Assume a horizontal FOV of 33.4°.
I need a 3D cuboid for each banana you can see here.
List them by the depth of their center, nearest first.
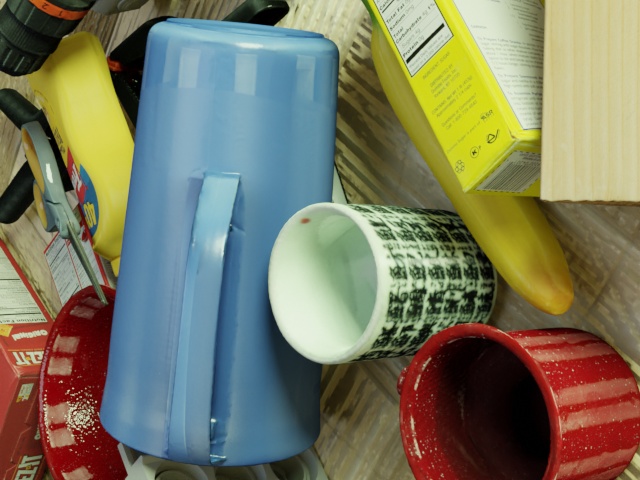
[{"bbox_3d":[0.072,-0.043,0.549,0.037,0.069,0.198,-36,72,17],"label":"banana"}]

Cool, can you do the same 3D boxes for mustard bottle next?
[{"bbox_3d":[-0.157,-0.050,0.784,0.191,0.058,0.096,69,161,-1],"label":"mustard bottle"}]

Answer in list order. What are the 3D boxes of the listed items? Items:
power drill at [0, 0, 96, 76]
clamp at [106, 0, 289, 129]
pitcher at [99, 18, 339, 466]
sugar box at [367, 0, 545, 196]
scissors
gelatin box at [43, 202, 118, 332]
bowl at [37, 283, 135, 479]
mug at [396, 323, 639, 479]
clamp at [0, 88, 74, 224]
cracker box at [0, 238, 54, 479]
[{"bbox_3d":[-0.179,-0.225,0.711,0.185,0.057,0.188,-43,52,34],"label":"power drill"},{"bbox_3d":[-0.092,-0.093,0.748,0.210,0.036,0.164,19,110,50],"label":"clamp"},{"bbox_3d":[-0.054,0.001,0.610,0.149,0.144,0.243,20,109,46],"label":"pitcher"},{"bbox_3d":[0.075,-0.104,0.525,0.048,0.093,0.176,-46,57,37],"label":"sugar box"},{"bbox_3d":[-0.192,-0.005,0.802,0.096,0.016,0.202,103,146,-51],"label":"scissors"},{"bbox_3d":[-0.184,0.023,0.855,0.073,0.030,0.089,-47,56,38],"label":"gelatin box"},{"bbox_3d":[-0.148,0.114,0.790,0.162,0.055,0.162,-10,77,48],"label":"bowl"},{"bbox_3d":[0.090,0.082,0.516,0.117,0.081,0.093,12,99,47],"label":"mug"},{"bbox_3d":[-0.235,-0.088,0.904,0.172,0.039,0.120,-15,83,42],"label":"clamp"},{"bbox_3d":[-0.303,0.108,0.956,0.214,0.071,0.164,47,123,36],"label":"cracker box"}]
